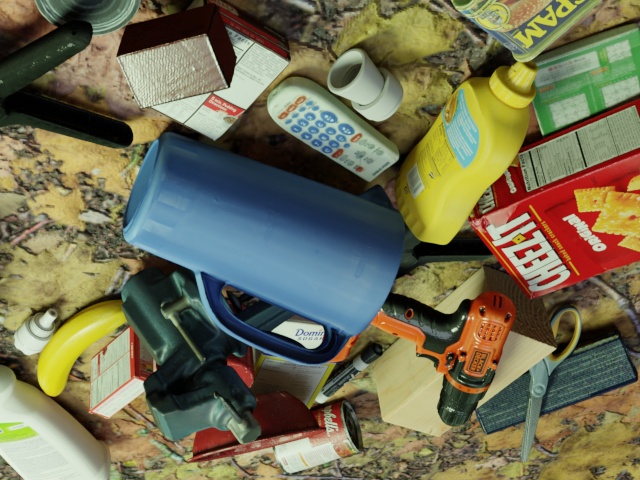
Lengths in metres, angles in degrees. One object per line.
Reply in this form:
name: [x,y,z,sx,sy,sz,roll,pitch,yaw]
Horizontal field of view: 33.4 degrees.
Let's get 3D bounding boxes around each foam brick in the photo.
foam brick: [-0.112,-0.144,0.837,0.078,0.053,0.051,-11,128,13]

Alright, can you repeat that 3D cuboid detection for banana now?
banana: [-0.267,0.118,1.181,0.069,0.037,0.198,29,127,-35]

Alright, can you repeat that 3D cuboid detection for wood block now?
wood block: [0.162,0.132,1.238,0.090,0.090,0.206,20,133,-30]

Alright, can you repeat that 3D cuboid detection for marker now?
marker: [0.034,0.161,1.302,0.020,0.020,0.121,22,130,-32]

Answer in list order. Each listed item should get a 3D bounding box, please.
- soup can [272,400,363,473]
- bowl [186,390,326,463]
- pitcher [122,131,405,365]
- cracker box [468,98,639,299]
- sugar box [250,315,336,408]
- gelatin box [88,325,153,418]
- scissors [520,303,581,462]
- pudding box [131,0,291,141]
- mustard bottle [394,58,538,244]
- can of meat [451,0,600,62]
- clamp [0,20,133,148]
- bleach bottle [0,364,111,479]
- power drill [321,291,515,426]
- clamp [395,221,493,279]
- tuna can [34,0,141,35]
soup can: [-0.005,0.252,1.364,0.102,0.068,0.068,-20,139,14]
bowl: [-0.077,0.208,1.210,0.162,0.055,0.162,-12,167,-3]
pitcher: [-0.056,0.001,0.986,0.242,0.149,0.145,21,124,-17]
cracker box: [0.269,-0.037,1.053,0.214,0.072,0.164,-23,138,21]
sugar box: [-0.033,0.135,1.239,0.093,0.048,0.176,9,134,-18]
gelatin box: [-0.223,0.147,1.195,0.030,0.073,0.089,27,128,-35]
scissors: [0.245,0.163,1.274,0.096,0.016,0.202,21,100,-11]
pudding box: [-0.093,-0.146,0.905,0.089,0.039,0.114,26,126,-31]
mustard bottle: [0.137,-0.090,0.968,0.058,0.096,0.192,11,136,-24]
can of meat: [0.167,-0.208,0.867,0.083,0.057,0.102,28,127,-32]
clamp: [-0.266,-0.127,0.879,0.210,0.036,0.165,1,152,-4]
bleach bottle: [-0.345,0.216,1.264,0.102,0.068,0.250,-15,137,7]
power drill: [0.097,0.113,1.132,0.187,0.057,0.185,14,127,0]
clamp: [0.098,0.010,1.123,0.172,0.039,0.120,-25,133,27]
tuna can: [-0.180,-0.201,0.826,0.086,0.034,0.086,-5,140,-5]
